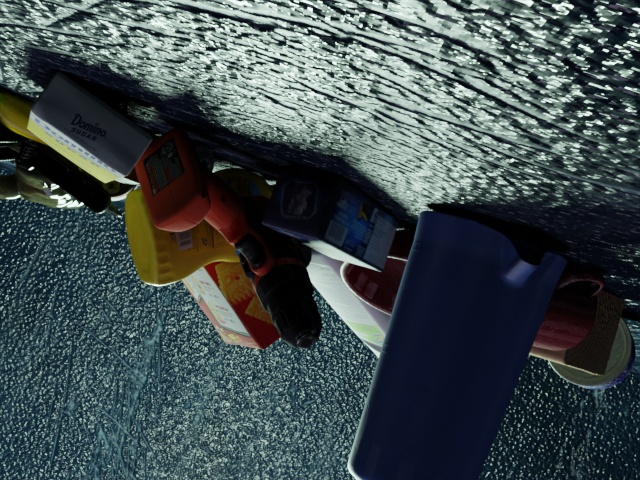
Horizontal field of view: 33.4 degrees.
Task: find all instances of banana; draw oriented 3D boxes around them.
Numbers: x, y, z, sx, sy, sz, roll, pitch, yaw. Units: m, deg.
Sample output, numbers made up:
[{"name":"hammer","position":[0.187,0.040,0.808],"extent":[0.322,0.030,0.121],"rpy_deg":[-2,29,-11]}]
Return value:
[{"name":"banana","position":[-0.265,-0.112,1.119],"extent":[0.197,0.037,0.070],"rpy_deg":[20,178,-27]}]

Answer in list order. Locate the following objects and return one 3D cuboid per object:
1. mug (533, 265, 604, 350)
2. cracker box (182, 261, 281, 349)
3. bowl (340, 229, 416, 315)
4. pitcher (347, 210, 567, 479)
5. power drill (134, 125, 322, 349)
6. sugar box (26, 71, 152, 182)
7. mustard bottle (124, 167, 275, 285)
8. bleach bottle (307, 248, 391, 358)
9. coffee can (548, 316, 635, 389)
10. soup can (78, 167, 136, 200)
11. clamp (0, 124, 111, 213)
[{"name":"mug","position":[0.215,0.054,1.008],"extent":[0.081,0.093,0.117],"rpy_deg":[15,143,-39]},{"name":"cracker box","position":[-0.120,0.016,1.200],"extent":[0.213,0.072,0.164],"rpy_deg":[56,163,-8]},{"name":"bowl","position":[0.106,0.035,1.163],"extent":[0.162,0.055,0.162],"rpy_deg":[18,155,9]},{"name":"pitcher","position":[0.109,0.104,0.929],"extent":[0.145,0.243,0.149],"rpy_deg":[18,176,28]},{"name":"power drill","position":[-0.077,-0.003,0.944],"extent":[0.187,0.057,0.184],"rpy_deg":[43,-166,-45]},{"name":"sugar box","position":[-0.204,-0.093,0.920],"extent":[0.093,0.048,0.176],"rpy_deg":[35,174,-13]},{"name":"mustard bottle","position":[-0.100,-0.023,1.080],"extent":[0.191,0.096,0.058],"rpy_deg":[-16,-168,-34]},{"name":"bleach bottle","position":[0.052,0.075,1.285],"extent":[0.103,0.068,0.250],"rpy_deg":[13,145,50]},{"name":"coffee can","position":[0.341,0.134,1.342],"extent":[0.103,0.103,0.140],"rpy_deg":[17,176,20]},{"name":"soup can","position":[-0.242,-0.081,1.234],"extent":[0.068,0.068,0.102],"rpy_deg":[18,177,-8]},{"name":"clamp","position":[-0.307,-0.093,1.152],"extent":[0.164,0.036,0.210],"rpy_deg":[25,-168,-21]}]
